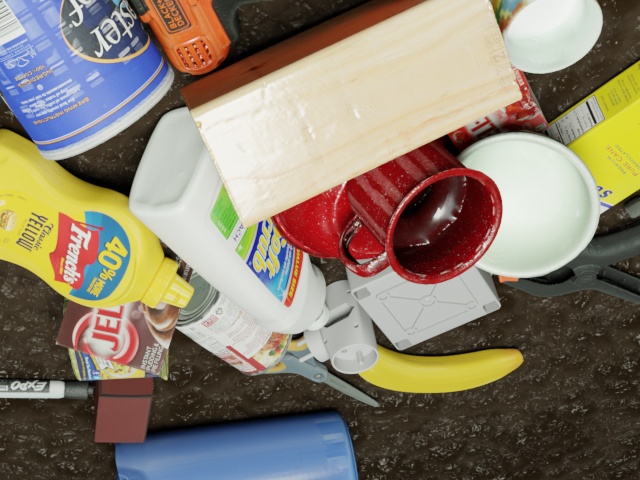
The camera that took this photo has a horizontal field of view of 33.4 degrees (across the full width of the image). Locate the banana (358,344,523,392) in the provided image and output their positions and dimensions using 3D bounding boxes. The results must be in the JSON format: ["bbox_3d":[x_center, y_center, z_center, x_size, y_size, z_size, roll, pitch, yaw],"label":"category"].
[{"bbox_3d":[0.108,0.126,1.076,0.197,0.037,0.070,10,134,-21],"label":"banana"}]

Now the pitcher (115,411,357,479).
[{"bbox_3d":[-0.088,0.251,1.119,0.242,0.149,0.145,-9,122,-6],"label":"pitcher"}]

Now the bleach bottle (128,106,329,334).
[{"bbox_3d":[-0.056,0.001,0.883,0.068,0.102,0.250,3,153,31],"label":"bleach bottle"}]

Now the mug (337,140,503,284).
[{"bbox_3d":[0.062,-0.020,0.770,0.117,0.082,0.093,-42,130,2],"label":"mug"}]

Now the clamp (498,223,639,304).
[{"bbox_3d":[0.250,0.028,0.999,0.171,0.039,0.120,-6,136,5],"label":"clamp"}]

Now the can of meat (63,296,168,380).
[{"bbox_3d":[-0.182,0.082,0.961,0.084,0.057,0.102,-3,136,-5],"label":"can of meat"}]

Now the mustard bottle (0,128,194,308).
[{"bbox_3d":[-0.185,-0.001,0.827,0.191,0.058,0.096,29,114,-10],"label":"mustard bottle"}]

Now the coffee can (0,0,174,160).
[{"bbox_3d":[-0.172,-0.136,0.671,0.103,0.103,0.140,-24,118,14],"label":"coffee can"}]

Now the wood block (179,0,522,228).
[{"bbox_3d":[0.018,-0.101,0.732,0.206,0.091,0.090,-25,111,-3],"label":"wood block"}]

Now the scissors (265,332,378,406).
[{"bbox_3d":[0.001,0.118,1.063,0.201,0.016,0.096,19,130,-28],"label":"scissors"}]

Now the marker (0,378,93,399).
[{"bbox_3d":[-0.281,0.144,1.033,0.121,0.020,0.020,3,135,-14],"label":"marker"}]

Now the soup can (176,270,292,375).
[{"bbox_3d":[-0.082,0.069,0.957,0.069,0.068,0.102,-31,133,21],"label":"soup can"}]

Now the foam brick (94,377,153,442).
[{"bbox_3d":[-0.192,0.154,1.037,0.051,0.053,0.078,3,136,-14],"label":"foam brick"}]

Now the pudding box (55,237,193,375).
[{"bbox_3d":[-0.160,0.046,0.889,0.090,0.039,0.113,18,98,-8],"label":"pudding box"}]

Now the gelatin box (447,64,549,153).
[{"bbox_3d":[0.131,-0.104,0.835,0.073,0.030,0.089,-25,144,14],"label":"gelatin box"}]

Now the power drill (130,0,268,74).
[{"bbox_3d":[-0.047,-0.203,0.686,0.188,0.057,0.184,-16,141,10],"label":"power drill"}]

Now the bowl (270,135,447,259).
[{"bbox_3d":[0.041,-0.042,0.837,0.162,0.055,0.162,-13,126,-20],"label":"bowl"}]
